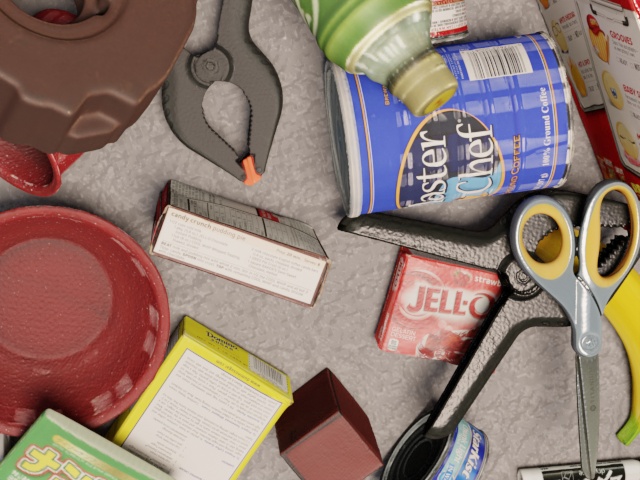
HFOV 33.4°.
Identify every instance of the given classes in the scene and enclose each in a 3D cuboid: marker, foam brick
[{"bbox_3d":[0.211,0.178,0.812,0.121,0.020,0.020,-5,105,-5],"label":"marker"},{"bbox_3d":[0.004,0.137,0.750,0.053,0.078,0.051,-37,106,6],"label":"foam brick"}]

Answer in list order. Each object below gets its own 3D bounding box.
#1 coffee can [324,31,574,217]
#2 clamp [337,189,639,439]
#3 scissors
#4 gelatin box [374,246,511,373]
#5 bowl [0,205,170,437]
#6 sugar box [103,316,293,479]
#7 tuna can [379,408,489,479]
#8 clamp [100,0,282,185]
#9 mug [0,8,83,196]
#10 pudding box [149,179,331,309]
[{"bbox_3d":[0.079,-0.075,0.689,0.140,0.103,0.103,-8,105,-4],"label":"coffee can"},{"bbox_3d":[0.132,0.034,0.723,0.210,0.036,0.164,-16,95,-2],"label":"clamp"},{"bbox_3d":[0.158,0.056,0.702,0.096,0.016,0.202,11,97,-9],"label":"scissors"},{"bbox_3d":[0.091,0.049,0.760,0.089,0.030,0.073,13,102,-9],"label":"gelatin box"},{"bbox_3d":[-0.183,0.048,0.713,0.162,0.055,0.162,-4,108,-12],"label":"bowl"},{"bbox_3d":[-0.105,0.152,0.760,0.093,0.048,0.176,33,103,-12],"label":"sugar box"},{"bbox_3d":[0.079,0.162,0.760,0.033,0.086,0.086,37,98,-12],"label":"tuna can"},{"bbox_3d":[-0.065,-0.123,0.696,0.120,0.039,0.171,-28,103,7],"label":"clamp"},{"bbox_3d":[-0.180,-0.095,0.658,0.117,0.093,0.081,36,60,4],"label":"mug"},{"bbox_3d":[-0.055,0.001,0.702,0.113,0.090,0.039,17,101,-11],"label":"pudding box"}]
